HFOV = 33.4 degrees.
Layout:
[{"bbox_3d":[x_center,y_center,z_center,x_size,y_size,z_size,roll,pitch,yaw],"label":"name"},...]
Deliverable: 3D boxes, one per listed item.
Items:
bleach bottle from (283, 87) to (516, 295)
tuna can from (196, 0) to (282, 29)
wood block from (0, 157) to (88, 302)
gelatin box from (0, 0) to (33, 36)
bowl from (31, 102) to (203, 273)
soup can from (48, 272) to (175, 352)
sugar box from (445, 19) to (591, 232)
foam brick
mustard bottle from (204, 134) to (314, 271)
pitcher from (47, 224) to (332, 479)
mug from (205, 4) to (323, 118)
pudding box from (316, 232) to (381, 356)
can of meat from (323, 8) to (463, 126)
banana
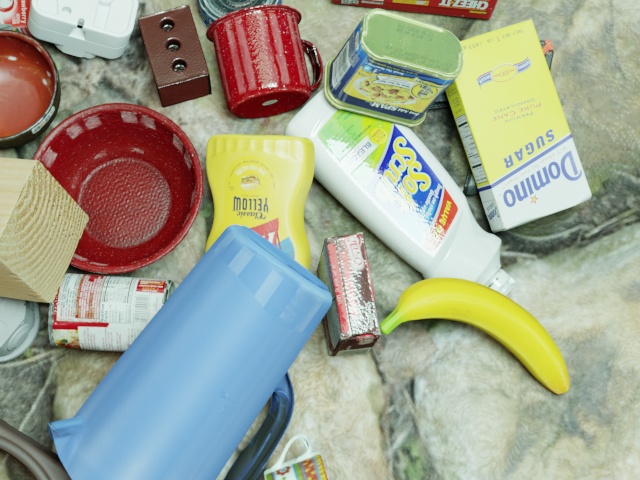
[{"bbox_3d":[0.085,-0.042,0.992,0.251,0.068,0.102,43,75,6],"label":"bleach bottle"},{"bbox_3d":[-0.080,-0.242,1.054,0.086,0.034,0.086,0,75,-2],"label":"tuna can"},{"bbox_3d":[-0.319,-0.015,0.914,0.206,0.090,0.090,6,62,23],"label":"wood block"},{"bbox_3d":[-0.319,-0.243,1.049,0.073,0.030,0.089,-5,76,-3],"label":"gelatin box"},{"bbox_3d":[-0.186,-0.042,0.985,0.162,0.055,0.162,0,75,0],"label":"bowl"},{"bbox_3d":[-0.185,0.065,0.952,0.102,0.068,0.068,3,75,-1],"label":"soup can"},{"bbox_3d":[0.178,-0.105,0.987,0.093,0.048,0.176,-20,88,-10],"label":"sugar box"},{"bbox_3d":[-0.139,-0.177,1.026,0.053,0.051,0.078,-17,76,-6],"label":"foam brick"},{"bbox_3d":[-0.056,0.001,0.962,0.096,0.058,0.191,3,94,14],"label":"mustard bottle"},{"bbox_3d":[-0.093,0.116,0.887,0.145,0.149,0.243,37,92,14],"label":"pitcher"},{"bbox_3d":[-0.046,-0.166,1.015,0.117,0.093,0.081,-4,77,-40],"label":"mug"},{"bbox_3d":[0.024,0.051,0.938,0.039,0.113,0.090,-7,76,-7],"label":"pudding box"},{"bbox_3d":[0.065,-0.153,0.947,0.102,0.084,0.057,12,63,-17],"label":"can of meat"},{"bbox_3d":[0.145,0.077,0.948,0.197,0.037,0.069,20,95,-17],"label":"banana"}]
